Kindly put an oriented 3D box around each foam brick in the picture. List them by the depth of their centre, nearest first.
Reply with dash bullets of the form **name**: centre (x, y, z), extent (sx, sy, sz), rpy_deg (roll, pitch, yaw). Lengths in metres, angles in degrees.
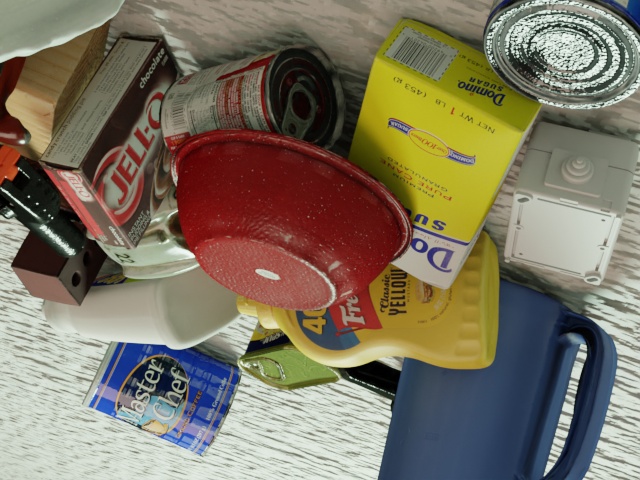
- **foam brick**: centre (-0.227, 0.010, 0.946), extent (0.051, 0.078, 0.053), rpy_deg (13, 151, 19)

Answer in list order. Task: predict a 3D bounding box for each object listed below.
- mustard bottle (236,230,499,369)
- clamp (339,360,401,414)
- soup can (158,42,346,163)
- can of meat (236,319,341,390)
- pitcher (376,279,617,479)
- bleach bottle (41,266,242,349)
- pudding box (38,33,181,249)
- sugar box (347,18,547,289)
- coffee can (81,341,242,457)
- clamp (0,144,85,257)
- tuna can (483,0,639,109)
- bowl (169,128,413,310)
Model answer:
- **mustard bottle**: centre (0.030, 0.043, 0.771), extent (0.192, 0.096, 0.058), rpy_deg (-2, 164, 20)
- **clamp**: centre (0.099, 0.145, 0.983), extent (0.164, 0.036, 0.210), rpy_deg (5, 155, 4)
- **soup can**: centre (-0.044, -0.080, 0.666), extent (0.102, 0.068, 0.068), rpy_deg (-6, 142, 42)
- **can of meat**: centre (-0.015, 0.074, 0.902), extent (0.057, 0.084, 0.102), rpy_deg (35, 150, -24)
- **pitcher**: centre (0.115, 0.156, 0.785), extent (0.145, 0.242, 0.149), rpy_deg (17, 157, 2)
- **bleach bottle**: centre (-0.184, 0.059, 0.982), extent (0.251, 0.102, 0.068), rpy_deg (-7, 103, 44)
- **pudding box**: centre (-0.127, -0.064, 0.702), extent (0.039, 0.113, 0.090), rpy_deg (12, 151, 22)
- **sugar box**: centre (0.065, -0.045, 0.648), extent (0.093, 0.048, 0.176), rpy_deg (29, 146, 10)
- **coffee can**: centre (-0.168, 0.156, 1.137), extent (0.140, 0.102, 0.103), rpy_deg (25, 152, -8)
- **clamp**: centre (-0.227, -0.039, 0.746), extent (0.120, 0.039, 0.171), rpy_deg (23, 163, 0)
- **tuna can**: centre (0.126, -0.105, 0.537), extent (0.086, 0.033, 0.086), rpy_deg (17, 152, 9)
- **bowl**: centre (-0.026, -0.001, 0.664), extent (0.162, 0.055, 0.162), rpy_deg (15, 154, 7)
